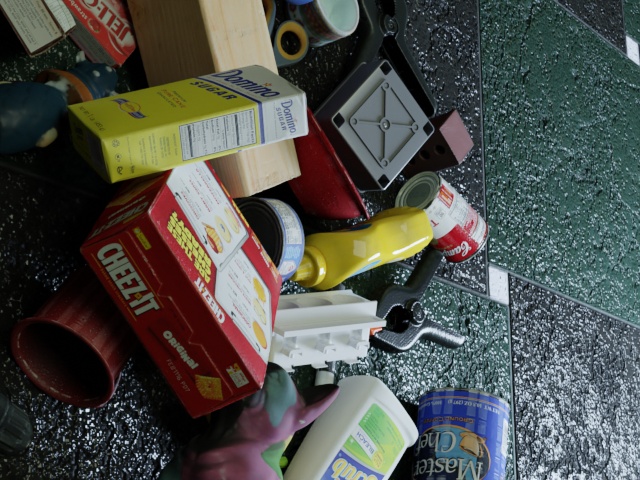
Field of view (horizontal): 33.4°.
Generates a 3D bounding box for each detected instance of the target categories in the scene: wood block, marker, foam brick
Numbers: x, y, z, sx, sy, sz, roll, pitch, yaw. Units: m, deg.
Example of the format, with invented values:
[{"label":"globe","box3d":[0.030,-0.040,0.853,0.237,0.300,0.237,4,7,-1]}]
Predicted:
[{"label":"wood block","box3d":[-0.099,-0.147,1.001,0.090,0.091,0.206,-27,107,-50]},{"label":"marker","box3d":[0.010,0.098,1.122,0.020,0.020,0.121,30,56,-38]},{"label":"foam brick","box3d":[0.135,-0.115,1.287,0.053,0.078,0.051,58,41,-17]}]

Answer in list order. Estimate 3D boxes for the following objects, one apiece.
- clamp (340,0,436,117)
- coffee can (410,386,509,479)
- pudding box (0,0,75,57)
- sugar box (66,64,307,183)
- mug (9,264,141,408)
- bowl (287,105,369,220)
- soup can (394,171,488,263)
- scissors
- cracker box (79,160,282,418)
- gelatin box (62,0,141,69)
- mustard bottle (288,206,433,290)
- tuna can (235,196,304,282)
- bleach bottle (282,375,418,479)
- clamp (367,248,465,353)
[{"label":"clamp","box3d":[0.067,-0.251,1.290,0.164,0.036,0.210,-7,84,-47]},{"label":"coffee can","box3d":[0.151,0.244,1.165,0.102,0.103,0.140,33,55,-37]},{"label":"pudding box","box3d":[-0.250,-0.212,0.884,0.113,0.039,0.090,58,3,-17]},{"label":"sugar box","box3d":[-0.109,-0.100,0.879,0.176,0.093,0.048,-19,122,-23]},{"label":"mug","box3d":[-0.185,0.083,0.865,0.081,0.093,0.117,-58,145,-47]},{"label":"bowl","box3d":[-0.013,-0.078,1.092,0.162,0.055,0.162,59,1,-2]},{"label":"soup can","box3d":[0.145,-0.028,1.277,0.102,0.069,0.068,40,50,-32]},{"label":"scissors","box3d":[-0.056,-0.172,1.135,0.096,0.016,0.202,17,66,-34]},{"label":"cracker box","box3d":[-0.107,0.022,0.882,0.164,0.072,0.213,59,13,-17]},{"label":"gelatin box","box3d":[-0.202,-0.209,0.980,0.089,0.030,0.073,50,46,-24]},{"label":"mustard bottle","box3d":[0.029,0.011,1.113,0.191,0.096,0.058,-19,92,-49]},{"label":"tuna can","box3d":[-0.057,0.001,1.029,0.033,0.086,0.086,0,77,-50]},{"label":"bleach bottle","box3d":[0.005,0.251,1.034,0.102,0.068,0.250,56,46,-23]},{"label":"clamp","box3d":[0.105,0.091,1.216,0.171,0.039,0.120,-28,94,-43]}]
